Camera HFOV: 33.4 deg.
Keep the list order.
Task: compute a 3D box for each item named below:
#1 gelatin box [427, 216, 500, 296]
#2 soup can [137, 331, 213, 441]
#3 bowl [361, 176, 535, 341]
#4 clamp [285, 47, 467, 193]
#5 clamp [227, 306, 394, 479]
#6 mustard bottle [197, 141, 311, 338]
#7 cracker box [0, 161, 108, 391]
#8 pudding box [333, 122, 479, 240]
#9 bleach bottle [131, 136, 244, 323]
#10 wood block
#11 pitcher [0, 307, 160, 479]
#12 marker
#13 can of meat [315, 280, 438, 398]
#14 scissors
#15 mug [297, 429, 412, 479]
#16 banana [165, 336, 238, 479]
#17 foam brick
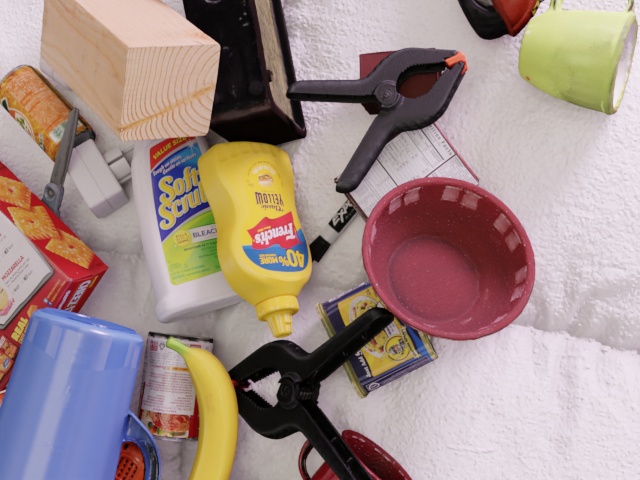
[{"bbox_3d":[0.154,0.012,1.030,0.073,0.030,0.089,-27,80,7],"label":"gelatin box"},{"bbox_3d":[-0.145,0.145,1.063,0.068,0.068,0.102,5,85,13],"label":"soup can"},{"bbox_3d":[0.111,0.024,0.973,0.162,0.055,0.162,5,64,-10],"label":"bowl"},{"bbox_3d":[0.054,-0.136,1.007,0.171,0.039,0.120,-36,81,0],"label":"clamp"},{"bbox_3d":[-0.017,0.152,0.998,0.210,0.036,0.164,-10,71,42],"label":"clamp"},{"bbox_3d":[-0.056,0.001,1.032,0.058,0.096,0.191,-31,65,44],"label":"mustard bottle"},{"bbox_3d":[-0.342,0.021,1.096,0.214,0.072,0.164,43,115,13],"label":"cracker box"},{"bbox_3d":[0.083,-0.057,1.034,0.113,0.039,0.090,-37,93,0],"label":"pudding box"},{"bbox_3d":[-0.150,-0.050,1.078,0.102,0.068,0.251,-16,79,-15],"label":"bleach bottle"},{"bbox_3d":[-0.185,-0.178,1.008,0.206,0.090,0.090,42,130,45],"label":"wood block"},{"bbox_3d":[-0.236,0.194,0.996,0.145,0.149,0.243,12,86,37],"label":"pitcher"},{"bbox_3d":[0.026,-0.026,1.066,0.020,0.020,0.121,41,94,13],"label":"marker"},{"bbox_3d":[0.055,0.088,1.031,0.084,0.057,0.102,-28,79,7],"label":"can of meat"},{"bbox_3d":[-0.291,-0.048,1.103,0.096,0.016,0.202,16,111,25],"label":"scissors"},{"bbox_3d":[0.024,0.232,1.010,0.117,0.093,0.081,43,99,25],"label":"mug"},{"bbox_3d":[-0.113,0.189,1.024,0.069,0.037,0.198,-1,88,-10],"label":"banana"},{"bbox_3d":[0.079,-0.156,1.050,0.078,0.053,0.051,-3,84,12],"label":"foam brick"}]
